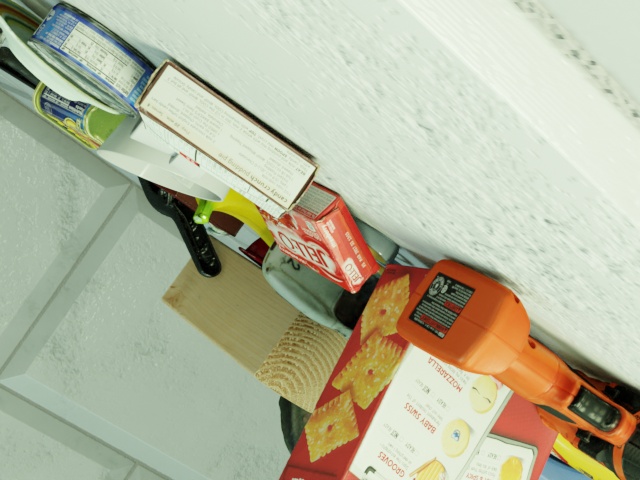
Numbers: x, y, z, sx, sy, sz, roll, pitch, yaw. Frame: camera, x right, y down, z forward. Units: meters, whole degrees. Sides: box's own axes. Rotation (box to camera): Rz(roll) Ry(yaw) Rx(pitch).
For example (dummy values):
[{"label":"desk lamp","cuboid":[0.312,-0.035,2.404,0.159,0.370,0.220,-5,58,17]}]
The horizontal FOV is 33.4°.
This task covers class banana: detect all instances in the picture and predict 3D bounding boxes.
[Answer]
[{"label":"banana","cuboid":[-0.057,-0.017,0.938,0.037,0.069,0.197,-9,159,29]}]

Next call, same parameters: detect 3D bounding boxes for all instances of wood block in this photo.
[{"label":"wood block","cuboid":[-0.064,0.080,1.087,0.090,0.091,0.206,38,174,-37]}]

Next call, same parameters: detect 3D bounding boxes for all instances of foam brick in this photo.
[{"label":"foam brick","cuboid":[-0.102,-0.049,0.973,0.078,0.053,0.051,37,175,-35]}]

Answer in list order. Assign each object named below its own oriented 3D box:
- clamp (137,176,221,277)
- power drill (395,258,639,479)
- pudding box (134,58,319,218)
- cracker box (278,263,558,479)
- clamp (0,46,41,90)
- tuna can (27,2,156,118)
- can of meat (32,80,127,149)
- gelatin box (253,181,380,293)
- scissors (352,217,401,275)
[{"label":"clamp","cuboid":[-0.141,-0.056,1.094,0.039,0.120,0.172,-12,-131,-42]},{"label":"power drill","cuboid":[0.147,0.091,0.640,0.187,0.057,0.185,37,175,-23]},{"label":"pudding box","cuboid":[-0.057,-0.060,0.661,0.113,0.039,0.090,33,175,-4]},{"label":"cracker box","cuboid":[0.071,0.148,0.738,0.164,0.213,0.072,36,165,-31]},{"label":"clamp","cuboid":[-0.259,-0.148,1.146,0.209,0.036,0.165,34,176,-17]},{"label":"tuna can","cuboid":[-0.149,-0.119,0.710,0.086,0.034,0.086,34,175,3]},{"label":"can of meat","cuboid":[-0.199,-0.113,0.984,0.084,0.057,0.102,27,172,39]},{"label":"gelatin box","cuboid":[-0.008,-0.009,0.746,0.089,0.030,0.073,30,156,46]},{"label":"scissors","cuboid":[-0.005,-0.018,0.828,0.202,0.016,0.096,29,169,45]}]
